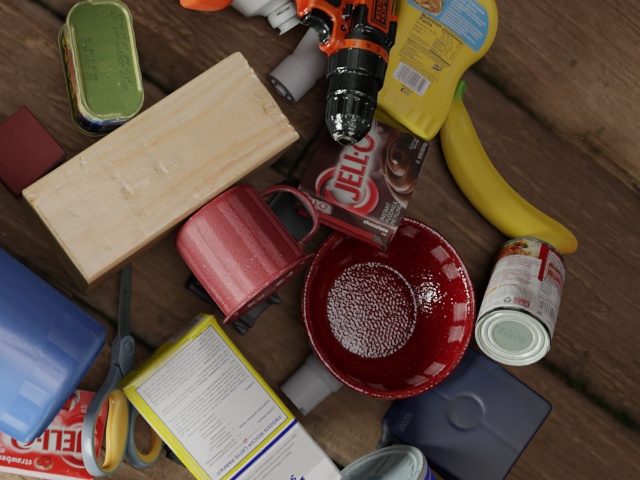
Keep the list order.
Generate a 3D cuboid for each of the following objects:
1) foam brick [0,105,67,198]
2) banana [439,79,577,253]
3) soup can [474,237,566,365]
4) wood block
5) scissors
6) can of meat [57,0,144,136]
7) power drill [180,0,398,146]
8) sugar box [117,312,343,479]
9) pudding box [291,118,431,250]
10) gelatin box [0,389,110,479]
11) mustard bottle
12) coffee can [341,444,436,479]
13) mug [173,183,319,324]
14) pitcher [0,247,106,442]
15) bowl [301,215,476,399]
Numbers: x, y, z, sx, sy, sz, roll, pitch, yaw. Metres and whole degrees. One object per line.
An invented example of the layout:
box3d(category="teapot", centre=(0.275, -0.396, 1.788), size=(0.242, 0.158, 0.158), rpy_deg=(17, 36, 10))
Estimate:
box3d(category="foam brick", centre=(-0.242, -0.069, 0.858), size=(0.053, 0.078, 0.051), rpy_deg=(-42, 101, -13))
box3d(category="banana", centre=(0.167, -0.054, 0.997), size=(0.069, 0.037, 0.198), rpy_deg=(-38, 99, -13))
box3d(category="soup can", centre=(0.180, 0.054, 0.957), size=(0.068, 0.069, 0.102), rpy_deg=(40, 41, -12))
box3d(category="wood block", centre=(-0.131, -0.055, 0.874), size=(0.206, 0.091, 0.090), rpy_deg=(-36, 92, -17))
box3d(category="scissors", centre=(-0.156, 0.104, 0.905), size=(0.096, 0.016, 0.201), rpy_deg=(40, 50, -47))
box3d(category="can of meat", centre=(-0.179, -0.141, 0.874), size=(0.057, 0.084, 0.102), rpy_deg=(-10, 92, -16))
box3d(category="power drill", centre=(-0.020, -0.187, 0.871), size=(0.187, 0.057, 0.184), rpy_deg=(23, 64, -33))
box3d(category="sugar box", centre=(-0.072, 0.154, 0.864), size=(0.093, 0.048, 0.176), rpy_deg=(-40, 102, -14))
box3d(category="pudding box", centre=(0.036, -0.055, 0.924), size=(0.090, 0.039, 0.113), rpy_deg=(24, 50, 1))
box3d(category="gelatin box", centre=(-0.222, 0.156, 0.872), size=(0.089, 0.030, 0.073), rpy_deg=(13, 65, -15))
box3d(category="mustard bottle", centre=(0.106, -0.190, 0.971), size=(0.096, 0.058, 0.191), rpy_deg=(33, 80, -7))
box3d(category="coffee can", centre=(0.075, 0.263, 0.920), size=(0.102, 0.103, 0.140), rpy_deg=(-33, 105, -14))
box3d(category="mug", centre=(-0.056, 0.001, 0.864), size=(0.117, 0.093, 0.081), rpy_deg=(-38, 85, -1))
box3d(category="pitcher", centre=(-0.290, 0.051, 0.795), size=(0.242, 0.145, 0.149), rpy_deg=(35, 74, -8))
box3d(category="bowl", centre=(0.054, 0.060, 0.947), size=(0.162, 0.055, 0.162), rpy_deg=(2, 81, -16))
